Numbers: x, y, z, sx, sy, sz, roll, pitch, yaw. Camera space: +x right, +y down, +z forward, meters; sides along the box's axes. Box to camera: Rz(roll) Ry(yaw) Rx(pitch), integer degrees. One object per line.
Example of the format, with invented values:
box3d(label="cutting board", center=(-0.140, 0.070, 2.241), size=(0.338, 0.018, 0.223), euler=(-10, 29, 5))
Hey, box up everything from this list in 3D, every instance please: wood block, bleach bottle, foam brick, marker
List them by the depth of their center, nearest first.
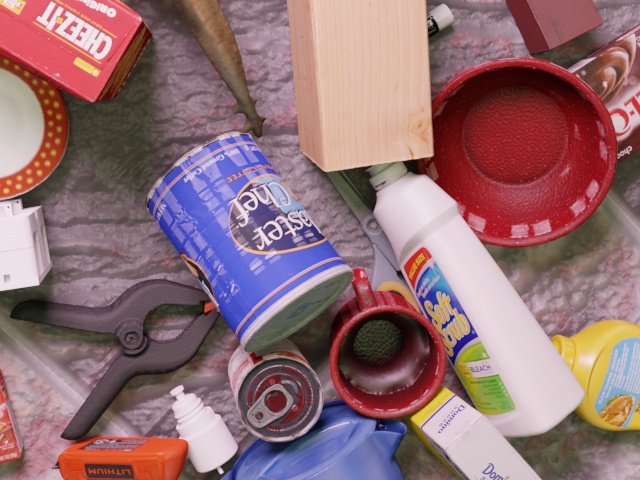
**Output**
box3d(label="wood block", center=(0.027, -0.168, 0.826), size=(0.090, 0.090, 0.206), euler=(-9, 108, -12))
box3d(label="bleach bottle", center=(0.113, 0.042, 0.879), size=(0.068, 0.103, 0.251), euler=(-35, 94, -23))
box3d(label="foam brick", center=(0.190, -0.202, 0.895), size=(0.053, 0.051, 0.078), euler=(-27, 99, -4))
box3d(label="marker", center=(0.057, -0.160, 0.896), size=(0.121, 0.020, 0.020), euler=(-32, 100, -4))

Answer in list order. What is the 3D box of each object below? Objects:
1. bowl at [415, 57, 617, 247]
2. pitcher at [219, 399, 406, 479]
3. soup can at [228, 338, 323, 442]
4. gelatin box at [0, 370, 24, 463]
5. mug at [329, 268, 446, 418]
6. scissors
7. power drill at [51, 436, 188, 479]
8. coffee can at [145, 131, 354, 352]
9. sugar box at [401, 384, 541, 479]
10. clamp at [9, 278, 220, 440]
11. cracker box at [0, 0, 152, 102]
box3d(label="bowl", center=(0.161, -0.078, 0.886), size=(0.162, 0.055, 0.162), euler=(4, 113, 9))
box3d(label="pitcher", center=(0.024, 0.268, 0.890), size=(0.144, 0.149, 0.243), euler=(-33, 105, -31))
box3d(label="soup can", center=(-0.039, 0.117, 0.869), size=(0.068, 0.102, 0.068), euler=(-1, 96, -9))
box3d(label="gelatin box", center=(-0.296, 0.152, 0.871), size=(0.089, 0.030, 0.073), euler=(-15, 98, -7))
box3d(label="mug", center=(0.046, 0.078, 0.873), size=(0.093, 0.081, 0.117), euler=(-22, 101, 1))
box3d(label="scissors", center=(0.038, 0.007, 0.913), size=(0.201, 0.016, 0.096), euler=(38, 90, -10))
box3d(label="power drill", center=(-0.142, 0.257, 0.866), size=(0.185, 0.057, 0.188), euler=(-1, 93, 16))
box3d(label="coffee can", center=(-0.055, 0.001, 0.830), size=(0.103, 0.103, 0.140), euler=(-36, 76, -3))
box3d(label="sugar box", center=(0.114, 0.163, 0.860), size=(0.048, 0.176, 0.093), euler=(-42, 101, -3))
box3d(label="clamp", center=(-0.158, 0.091, 0.881), size=(0.171, 0.039, 0.120), euler=(-13, 99, -7))
box3d(label="cracker box", center=(-0.208, -0.166, 0.757), size=(0.164, 0.214, 0.072), euler=(31, 93, -10))
